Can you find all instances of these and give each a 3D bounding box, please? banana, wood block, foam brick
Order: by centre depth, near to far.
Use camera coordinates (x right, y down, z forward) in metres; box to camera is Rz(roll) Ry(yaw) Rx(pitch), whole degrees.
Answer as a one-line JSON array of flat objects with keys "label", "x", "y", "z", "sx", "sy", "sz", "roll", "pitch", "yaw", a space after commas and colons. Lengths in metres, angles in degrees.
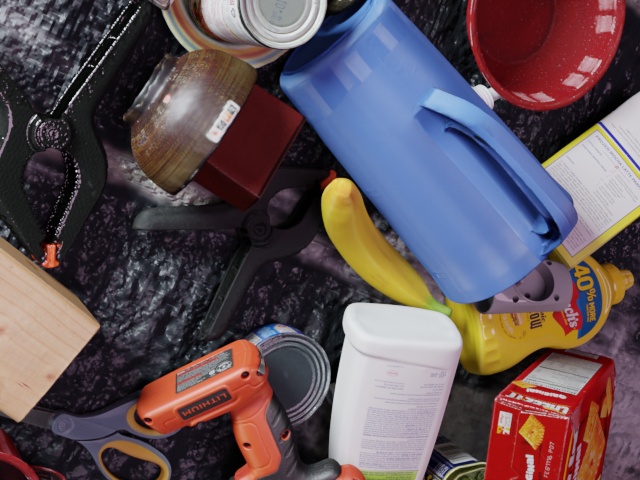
[{"label": "wood block", "x": -0.266, "y": 0.022, "z": 0.739, "sx": 0.206, "sy": 0.091, "sz": 0.090, "roll": 43, "pitch": 83, "yaw": -28}, {"label": "foam brick", "x": -0.056, "y": -0.070, "z": 0.819, "sx": 0.051, "sy": 0.053, "sz": 0.078, "roll": 32, "pitch": 70, "yaw": -10}, {"label": "banana", "x": 0.044, "y": 0.003, "z": 0.888, "sx": 0.197, "sy": 0.070, "sz": 0.037, "roll": 46, "pitch": 59, "yaw": -43}]

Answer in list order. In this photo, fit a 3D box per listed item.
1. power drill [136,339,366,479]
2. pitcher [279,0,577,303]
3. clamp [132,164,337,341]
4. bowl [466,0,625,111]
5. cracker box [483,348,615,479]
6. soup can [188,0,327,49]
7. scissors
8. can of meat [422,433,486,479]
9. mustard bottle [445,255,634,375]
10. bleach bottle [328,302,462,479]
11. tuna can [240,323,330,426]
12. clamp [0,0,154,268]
[{"label": "power drill", "x": -0.072, "y": 0.187, "z": 0.866, "sx": 0.184, "sy": 0.057, "sz": 0.187, "roll": -28, "pitch": 112, "yaw": 1}, {"label": "pitcher", "x": 0.087, "y": -0.075, "z": 0.845, "sx": 0.149, "sy": 0.145, "sz": 0.242, "roll": -33, "pitch": 112, "yaw": 26}, {"label": "clamp", "x": -0.056, "y": 0.001, "z": 0.864, "sx": 0.171, "sy": 0.039, "sz": 0.120, "roll": -25, "pitch": 113, "yaw": -18}, {"label": "bowl", "x": 0.183, "y": -0.195, "z": 0.919, "sx": 0.161, "sy": 0.055, "sz": 0.162, "roll": -7, "pitch": 106, "yaw": -24}, {"label": "cracker box", "x": 0.206, "y": 0.199, "z": 0.959, "sx": 0.213, "sy": 0.072, "sz": 0.164, "roll": -16, "pitch": 114, "yaw": -64}, {"label": "soup can", "x": -0.046, "y": -0.172, "z": 0.762, "sx": 0.068, "sy": 0.102, "sz": 0.068, "roll": -7, "pitch": 105, "yaw": -25}, {"label": "scissors", "x": -0.188, "y": 0.132, "z": 0.848, "sx": 0.201, "sy": 0.016, "sz": 0.096, "roll": 41, "pitch": 82, "yaw": -29}, {"label": "can of meat", "x": 0.113, "y": 0.236, "z": 0.981, "sx": 0.057, "sy": 0.084, "sz": 0.102, "roll": -5, "pitch": 106, "yaw": -25}, {"label": "mustard bottle", "x": 0.212, "y": 0.057, "z": 0.996, "sx": 0.191, "sy": 0.058, "sz": 0.096, "roll": -13, "pitch": 93, "yaw": -23}, {"label": "bleach bottle", "x": 0.046, "y": 0.179, "z": 0.930, "sx": 0.102, "sy": 0.068, "sz": 0.251, "roll": 6, "pitch": 115, "yaw": -14}, {"label": "tuna can", "x": -0.037, "y": 0.115, "z": 0.906, "sx": 0.086, "sy": 0.034, "sz": 0.086, "roll": -7, "pitch": 106, "yaw": -24}, {"label": "clamp", "x": -0.208, "y": -0.085, "z": 0.767, "sx": 0.164, "sy": 0.036, "sz": 0.210, "roll": 2, "pitch": 103, "yaw": -33}]
